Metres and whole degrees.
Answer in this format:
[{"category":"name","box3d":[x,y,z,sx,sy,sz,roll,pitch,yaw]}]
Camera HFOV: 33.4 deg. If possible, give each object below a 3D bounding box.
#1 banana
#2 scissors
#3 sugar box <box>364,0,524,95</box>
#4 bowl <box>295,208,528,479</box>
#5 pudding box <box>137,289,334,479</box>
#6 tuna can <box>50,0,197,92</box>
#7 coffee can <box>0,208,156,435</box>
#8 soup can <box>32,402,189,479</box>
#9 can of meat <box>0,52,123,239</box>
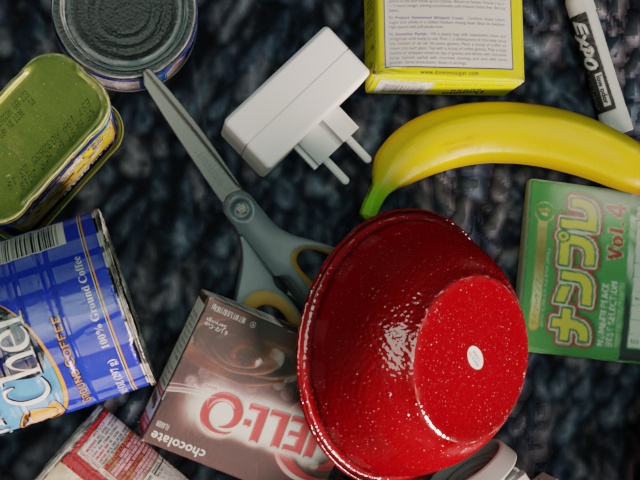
[{"category":"banana","box3d":[0.115,-0.052,0.653,0.197,0.037,0.069,-6,84,-6]},{"category":"scissors","box3d":[-0.054,0.001,0.627,0.201,0.016,0.096,40,87,-11]},{"category":"sugar box","box3d":[0.073,-0.179,0.653,0.093,0.048,0.176,1,83,-8]},{"category":"bowl","box3d":[0.065,0.063,0.596,0.161,0.055,0.162,-3,94,-39]},{"category":"pudding box","box3d":[-0.035,0.089,0.612,0.113,0.039,0.090,25,92,-14]},{"category":"tuna can","box3d":[-0.115,-0.133,0.630,0.086,0.034,0.086,0,86,-8]},{"category":"coffee can","box3d":[-0.171,0.052,0.576,0.140,0.103,0.103,-18,89,-9]},{"category":"soup can","box3d":[-0.107,0.149,0.597,0.102,0.068,0.068,41,82,-4]},{"category":"can of meat","box3d":[-0.159,-0.051,0.594,0.057,0.084,0.102,41,82,-4]}]
